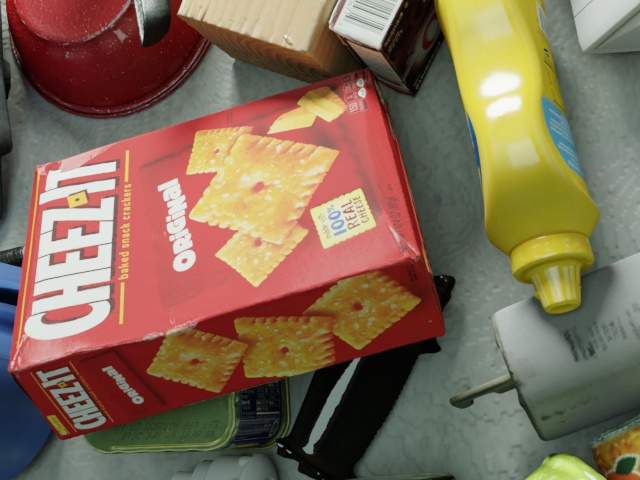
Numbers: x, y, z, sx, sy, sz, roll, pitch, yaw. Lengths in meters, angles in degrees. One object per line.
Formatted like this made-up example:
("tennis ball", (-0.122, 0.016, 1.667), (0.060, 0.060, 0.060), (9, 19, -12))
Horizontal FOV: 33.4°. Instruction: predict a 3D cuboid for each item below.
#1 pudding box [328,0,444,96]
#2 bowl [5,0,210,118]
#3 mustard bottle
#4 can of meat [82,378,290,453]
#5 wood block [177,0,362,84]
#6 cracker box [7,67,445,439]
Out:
("pudding box", (0.055, -0.150, 0.615), (0.039, 0.090, 0.113), (29, 90, 21))
("bowl", (-0.148, -0.165, 0.699), (0.162, 0.055, 0.162), (-2, 82, 16))
("mustard bottle", (0.107, -0.054, 0.566), (0.058, 0.096, 0.191), (-16, 67, 16))
("can of meat", (-0.079, 0.097, 0.625), (0.102, 0.083, 0.057), (-6, 81, 17))
("wood block", (0.005, -0.205, 0.639), (0.091, 0.090, 0.206), (21, 89, 20))
("cracker box", (-0.054, 0.001, 0.585), (0.214, 0.072, 0.164), (-15, 43, 7))
